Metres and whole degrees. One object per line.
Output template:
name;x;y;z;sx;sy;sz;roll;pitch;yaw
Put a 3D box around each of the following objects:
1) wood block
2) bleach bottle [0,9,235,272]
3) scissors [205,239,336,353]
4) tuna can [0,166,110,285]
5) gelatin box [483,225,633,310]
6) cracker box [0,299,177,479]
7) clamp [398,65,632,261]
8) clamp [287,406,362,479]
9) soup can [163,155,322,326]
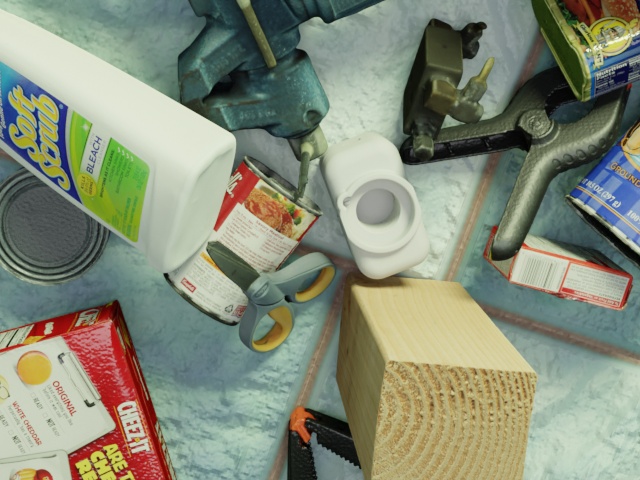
wood block;0.067;0.092;0.710;0.090;0.206;0.090;4;102;-6
bleach bottle;-0.179;-0.084;0.700;0.251;0.068;0.103;30;131;11
scissors;-0.028;0.020;0.714;0.096;0.202;0.016;-41;69;-17
tuna can;-0.191;-0.013;0.753;0.086;0.034;0.086;-1;102;-5
gelatin box;0.171;0.019;0.772;0.089;0.073;0.030;14;101;-9
cracker box;-0.225;0.151;0.767;0.213;0.072;0.164;-16;103;-2
clamp;0.142;-0.075;0.755;0.171;0.039;0.120;-43;66;-11
clamp;0.048;0.211;0.821;0.164;0.036;0.210;-27;103;2
soup can;-0.055;0.001;0.751;0.068;0.068;0.102;35;98;-11
